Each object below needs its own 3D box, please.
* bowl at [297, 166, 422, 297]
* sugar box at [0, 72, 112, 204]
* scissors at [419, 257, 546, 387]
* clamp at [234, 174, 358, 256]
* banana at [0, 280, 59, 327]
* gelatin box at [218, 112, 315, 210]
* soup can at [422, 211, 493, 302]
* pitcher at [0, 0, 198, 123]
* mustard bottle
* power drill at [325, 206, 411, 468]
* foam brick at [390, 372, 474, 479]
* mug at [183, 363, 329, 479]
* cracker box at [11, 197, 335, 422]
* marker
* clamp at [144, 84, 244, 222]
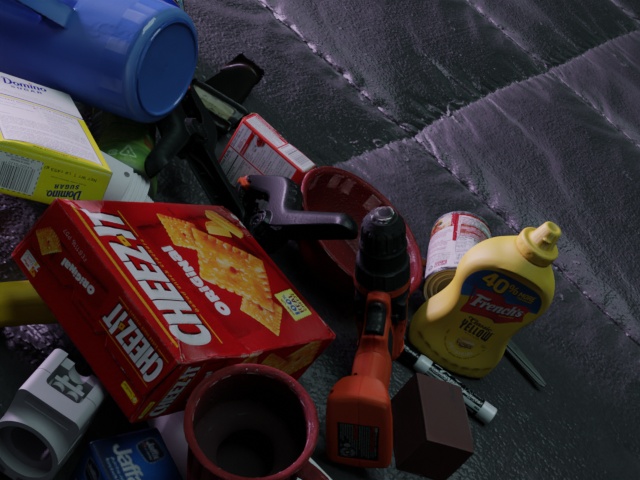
[{"bbox_3d":[0.028,0.004,1.093,0.162,0.055,0.162,30,36,-25],"label":"bowl"},{"bbox_3d":[-0.236,-0.084,0.865,0.093,0.048,0.176,16,17,-30],"label":"sugar box"},{"bbox_3d":[0.162,0.080,1.159,0.096,0.016,0.202,0,48,-37],"label":"scissors"},{"bbox_3d":[-0.057,0.001,1.010,0.036,0.164,0.210,43,6,-30],"label":"clamp"},{"bbox_3d":[-0.231,0.050,0.831,0.197,0.070,0.037,0,88,-55],"label":"banana"},{"bbox_3d":[-0.059,-0.077,1.114,0.089,0.073,0.030,41,35,10],"label":"gelatin box"},{"bbox_3d":[0.147,0.025,1.138,0.068,0.069,0.102,29,38,-9],"label":"soup can"},{"bbox_3d":[-0.242,-0.197,0.980,0.243,0.145,0.149,22,38,21],"label":"pitcher"},{"bbox_3d":[0.173,0.052,1.049,0.096,0.192,0.058,29,36,-8],"label":"mustard bottle"},{"bbox_3d":[0.047,0.088,0.935,0.057,0.184,0.187,5,44,10],"label":"power drill"},{"bbox_3d":[0.100,0.171,0.975,0.053,0.051,0.078,20,38,-21],"label":"foam brick"},{"bbox_3d":[-0.042,0.153,0.753,0.117,0.082,0.093,29,52,13],"label":"mug"},{"bbox_3d":[-0.106,0.045,0.832,0.164,0.072,0.213,49,22,21],"label":"cracker box"},{"bbox_3d":[0.121,0.138,1.057,0.121,0.020,0.020,37,36,3],"label":"marker"},{"bbox_3d":[-0.133,-0.097,1.016,0.120,0.039,0.171,35,27,-52],"label":"clamp"}]
